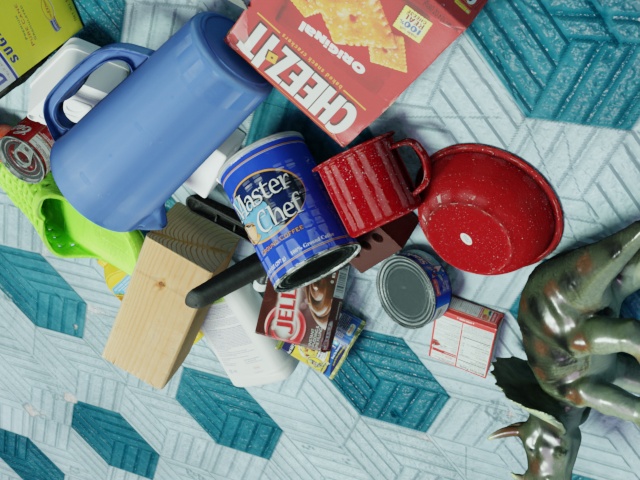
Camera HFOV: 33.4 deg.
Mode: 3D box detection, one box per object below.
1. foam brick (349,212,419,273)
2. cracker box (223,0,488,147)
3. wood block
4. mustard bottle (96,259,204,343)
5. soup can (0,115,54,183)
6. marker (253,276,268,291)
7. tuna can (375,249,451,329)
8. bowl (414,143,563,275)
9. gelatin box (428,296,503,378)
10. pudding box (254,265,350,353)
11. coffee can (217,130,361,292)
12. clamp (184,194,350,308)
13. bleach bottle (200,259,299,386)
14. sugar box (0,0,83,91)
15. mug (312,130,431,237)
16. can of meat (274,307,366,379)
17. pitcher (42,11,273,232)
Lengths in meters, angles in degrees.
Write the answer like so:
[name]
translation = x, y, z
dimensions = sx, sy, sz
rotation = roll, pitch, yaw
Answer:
[foam brick]
translation = 0.060, -0.010, 1.166
dimensions = 0.053, 0.051, 0.078
rotation = 43, 140, -9
[cracker box]
translation = 0.027, -0.204, 0.983
dimensions = 0.164, 0.072, 0.214
rotation = 42, 141, -6
[wood block]
translation = -0.184, 0.070, 1.299
dimensions = 0.091, 0.090, 0.206
rotation = 29, 126, 3
[mustard bottle]
translation = -0.233, 0.065, 1.443
dimensions = 0.191, 0.058, 0.096
rotation = 43, 139, -9
[soup can]
translation = -0.332, -0.126, 1.292
dimensions = 0.069, 0.102, 0.068
rotation = 20, 138, 19
[marker]
translation = -0.063, 0.021, 1.310
dimensions = 0.020, 0.020, 0.121
rotation = 29, 140, 8
[tuna can]
translation = 0.104, 0.053, 1.186
dimensions = 0.086, 0.033, 0.086
rotation = 21, 120, 41
[bowl]
translation = 0.160, -0.017, 1.085
dimensions = 0.162, 0.055, 0.162
rotation = 20, 138, 19
[gelatin box]
translation = 0.166, 0.109, 1.225
dimensions = 0.073, 0.030, 0.089
rotation = 19, 137, 17
[pudding box]
translation = -0.020, 0.068, 1.258
dimensions = 0.090, 0.113, 0.039
rotation = 12, 175, 25
[coffee can]
translation = -0.034, -0.030, 1.131
dimensions = 0.103, 0.102, 0.140
rotation = -45, 68, 50
[clamp]
translation = -0.058, 0.001, 1.213
dimensions = 0.209, 0.164, 0.036
rotation = -6, 139, -10
[bleach bottle]
translation = -0.124, 0.072, 1.370
dimensions = 0.103, 0.068, 0.251
rotation = -14, 117, 30
[sugar box]
translation = -0.338, -0.225, 1.140
dimensions = 0.048, 0.176, 0.093
rotation = 6, 132, 31
[mug]
translation = 0.060, -0.059, 1.073
dimensions = 0.117, 0.093, 0.081
rotation = -25, 90, 27
[can of meat]
translation = 0.000, 0.117, 1.330
dimensions = 0.084, 0.057, 0.102
rotation = 31, 140, 4
[pitcher]
translation = -0.171, -0.132, 1.114
dimensions = 0.149, 0.145, 0.243
rotation = 16, 135, -45
